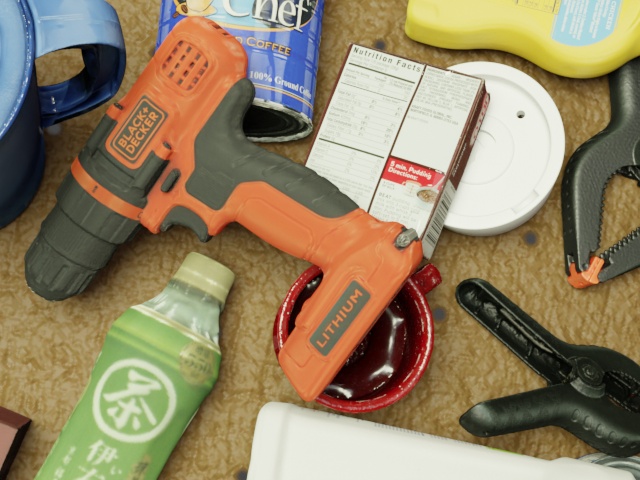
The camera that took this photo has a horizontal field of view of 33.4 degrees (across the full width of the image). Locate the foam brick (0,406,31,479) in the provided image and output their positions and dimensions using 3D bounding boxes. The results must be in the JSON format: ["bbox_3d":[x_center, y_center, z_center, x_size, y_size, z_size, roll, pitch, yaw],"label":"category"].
[{"bbox_3d":[-0.204,0.121,0.616,0.051,0.078,0.053,22,82,-7],"label":"foam brick"}]

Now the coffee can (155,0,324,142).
[{"bbox_3d":[-0.048,-0.141,0.660,0.102,0.103,0.140,7,82,-9],"label":"coffee can"}]

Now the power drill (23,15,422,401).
[{"bbox_3d":[-0.054,0.001,0.581,0.187,0.057,0.184,38,105,5],"label":"power drill"}]

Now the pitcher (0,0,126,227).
[{"bbox_3d":[-0.196,-0.069,0.555,0.149,0.243,0.145,32,79,-4],"label":"pitcher"}]

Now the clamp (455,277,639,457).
[{"bbox_3d":[0.157,0.086,0.689,0.171,0.039,0.120,16,49,-21],"label":"clamp"}]

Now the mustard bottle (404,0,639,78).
[{"bbox_3d":[0.158,-0.158,0.700,0.191,0.058,0.096,15,75,5],"label":"mustard bottle"}]

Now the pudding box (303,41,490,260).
[{"bbox_3d":[0.042,-0.056,0.653,0.090,0.039,0.113,19,82,18],"label":"pudding box"}]

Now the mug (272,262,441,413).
[{"bbox_3d":[0.024,0.051,0.659,0.117,0.081,0.093,-37,90,-12],"label":"mug"}]

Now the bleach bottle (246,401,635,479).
[{"bbox_3d":[0.086,0.146,0.627,0.251,0.102,0.068,8,81,4],"label":"bleach bottle"}]
